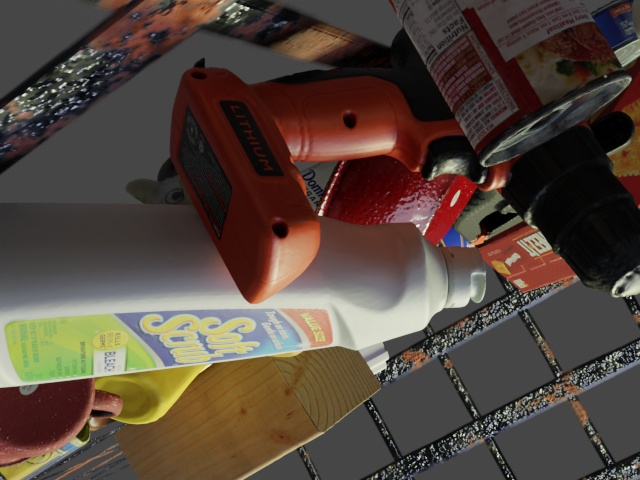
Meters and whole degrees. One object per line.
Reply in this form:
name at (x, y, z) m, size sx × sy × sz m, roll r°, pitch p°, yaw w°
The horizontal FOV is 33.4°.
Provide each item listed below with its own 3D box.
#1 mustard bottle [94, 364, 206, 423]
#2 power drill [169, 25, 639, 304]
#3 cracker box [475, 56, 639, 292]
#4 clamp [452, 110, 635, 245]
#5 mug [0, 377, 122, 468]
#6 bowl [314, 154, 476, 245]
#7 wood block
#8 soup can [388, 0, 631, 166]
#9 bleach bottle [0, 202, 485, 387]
mustard bottle at (-0.094, 0.060, 0.837) m, size 0.096 × 0.058 × 0.191 m, roll -23°, pitch -161°, yaw 50°
power drill at (0.040, -0.032, 0.481) m, size 0.187 × 0.184 × 0.057 m, roll -15°, pitch 146°, yaw -27°
cracker box at (0.234, -0.067, 0.916) m, size 0.213 × 0.072 × 0.164 m, roll -53°, pitch -178°, yaw -14°
clamp at (0.145, -0.043, 0.756) m, size 0.120 × 0.039 × 0.171 m, roll -7°, pitch 163°, yaw -7°
mug at (-0.182, 0.099, 0.678) m, size 0.117 × 0.093 × 0.082 m, roll 17°, pitch 161°, yaw -28°
bowl at (0.058, -0.040, 0.625) m, size 0.162 × 0.055 × 0.162 m, roll -52°, pitch 166°, yaw -20°
wood block at (-0.064, 0.141, 0.875) m, size 0.206 × 0.090 × 0.090 m, roll -37°, pitch 173°, yaw 38°
soup can at (0.071, -0.091, 0.437) m, size 0.068 × 0.102 × 0.068 m, roll -28°, pitch 171°, yaw -5°
bleach bottle at (-0.043, 0.020, 0.505) m, size 0.250 × 0.068 × 0.103 m, roll -3°, pitch 150°, yaw -11°
